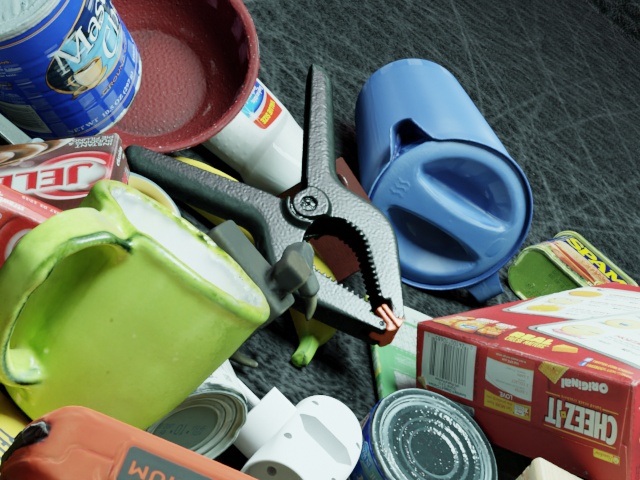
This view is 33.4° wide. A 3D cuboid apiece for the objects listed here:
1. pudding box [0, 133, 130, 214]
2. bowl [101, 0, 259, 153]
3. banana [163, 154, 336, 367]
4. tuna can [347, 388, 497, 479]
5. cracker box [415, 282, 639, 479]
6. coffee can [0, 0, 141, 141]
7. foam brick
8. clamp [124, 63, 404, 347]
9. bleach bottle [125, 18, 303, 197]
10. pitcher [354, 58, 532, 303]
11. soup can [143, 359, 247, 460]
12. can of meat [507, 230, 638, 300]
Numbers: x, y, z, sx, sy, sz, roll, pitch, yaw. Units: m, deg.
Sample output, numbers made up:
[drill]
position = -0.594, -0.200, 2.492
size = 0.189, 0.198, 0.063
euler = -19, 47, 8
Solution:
[pudding box]
position = -0.161, -0.018, 0.562
size = 0.113, 0.039, 0.090
euler = -8, 29, 0
[bowl]
position = -0.127, -0.128, 0.784
size = 0.162, 0.055, 0.162
euler = 3, 71, -8
[banana]
position = -0.041, 0.004, 0.736
size = 0.069, 0.037, 0.198
euler = 0, 42, -51
[tuna can]
position = 0.059, 0.129, 0.616
size = 0.086, 0.034, 0.086
euler = 19, 43, -19
[cracker box]
position = 0.192, 0.083, 0.681
size = 0.213, 0.072, 0.164
euler = -7, 12, -39
[coffee can]
position = -0.179, -0.133, 0.660
size = 0.103, 0.102, 0.140
euler = 44, -9, 19
[foam brick]
position = 0.009, -0.013, 0.782
size = 0.078, 0.051, 0.053
euler = 56, 26, -2
[clamp]
position = -0.007, -0.024, 0.712
size = 0.164, 0.036, 0.210
euler = -36, 72, -25
[bleach bottle]
position = -0.078, -0.112, 0.865
size = 0.251, 0.068, 0.102
euler = 41, 28, 9
[pitcher]
position = 0.097, -0.063, 0.933
size = 0.145, 0.149, 0.243
euler = 13, 26, -10
[soup can]
position = -0.086, 0.061, 0.545
size = 0.068, 0.069, 0.102
euler = 9, 35, -42
[can of meat]
position = 0.229, 0.043, 0.971
size = 0.102, 0.057, 0.083
euler = 45, 30, 22
